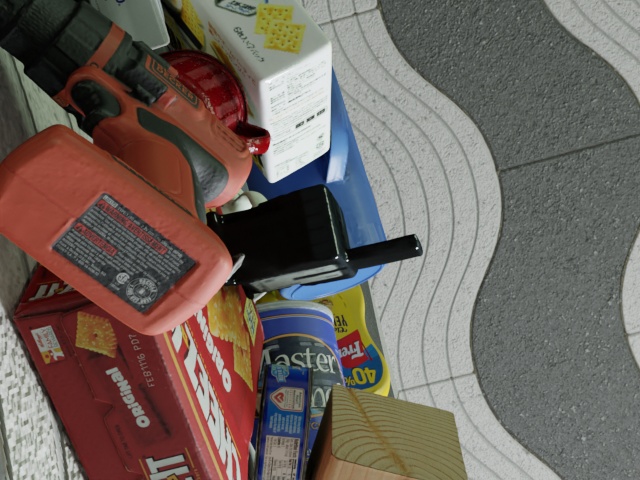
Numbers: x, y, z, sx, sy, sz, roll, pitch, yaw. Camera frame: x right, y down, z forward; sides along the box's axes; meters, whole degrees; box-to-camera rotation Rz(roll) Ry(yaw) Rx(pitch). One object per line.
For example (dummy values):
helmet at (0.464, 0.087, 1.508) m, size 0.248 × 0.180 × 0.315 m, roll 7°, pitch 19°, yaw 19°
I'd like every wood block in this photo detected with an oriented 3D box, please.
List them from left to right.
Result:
wood block at (0.022, 0.215, 0.724) m, size 0.091 × 0.090 × 0.206 m, roll -88°, pitch -167°, yaw -67°

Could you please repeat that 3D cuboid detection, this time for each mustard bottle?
mustard bottle at (0.014, 0.120, 1.019) m, size 0.058 × 0.096 × 0.192 m, roll 109°, pitch -31°, yaw -52°

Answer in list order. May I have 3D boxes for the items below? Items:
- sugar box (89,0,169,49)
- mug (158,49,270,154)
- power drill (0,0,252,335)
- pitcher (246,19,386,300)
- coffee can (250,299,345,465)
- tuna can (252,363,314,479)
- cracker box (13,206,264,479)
sugar box at (-0.138, -0.177, 0.736) m, size 0.176 × 0.048 × 0.093 m, roll -116°, pitch -172°, yaw -76°
mug at (-0.093, -0.082, 0.753) m, size 0.081 × 0.117 × 0.093 m, roll -62°, pitch 170°, yaw -74°
power drill at (-0.105, -0.053, 0.506) m, size 0.184 × 0.057 × 0.187 m, roll 38°, pitch 20°, yaw -23°
pitcher at (-0.020, -0.077, 0.980) m, size 0.149 × 0.145 × 0.243 m, roll 23°, pitch 45°, yaw -68°
coffee can at (-0.028, 0.132, 0.852) m, size 0.102 × 0.103 × 0.140 m, roll 62°, pitch 14°, yaw -64°
tuna can at (-0.025, 0.125, 0.710) m, size 0.086 × 0.033 × 0.086 m, roll -176°, pitch -88°, yaw -88°
cracker box at (-0.090, 0.052, 0.620) m, size 0.213 × 0.072 × 0.164 m, roll -90°, pitch 164°, yaw -65°
